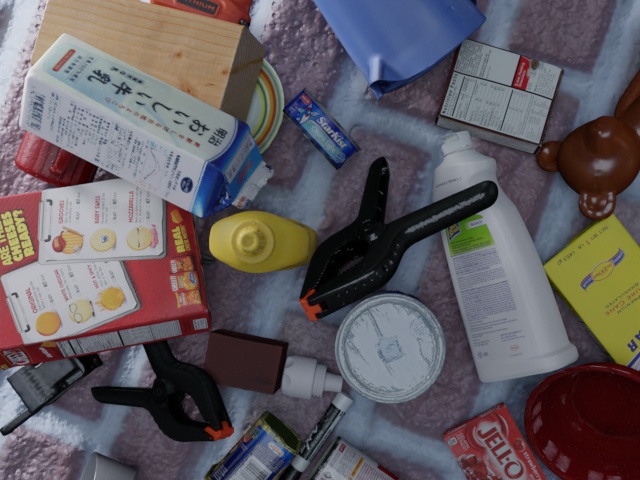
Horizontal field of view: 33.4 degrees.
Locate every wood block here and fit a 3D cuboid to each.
[{"bbox_3d":[-0.173,-0.188,1.083,0.206,0.090,0.090,15,88,12],"label":"wood block"}]

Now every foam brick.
[{"bbox_3d":[-0.078,0.125,1.106,0.078,0.051,0.053,12,91,4],"label":"foam brick"}]

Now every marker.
[{"bbox_3d":[-0.007,0.211,1.115,0.020,0.020,0.121,34,92,4],"label":"marker"}]

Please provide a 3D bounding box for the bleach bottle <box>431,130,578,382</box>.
[{"bbox_3d":[0.175,0.011,1.072,0.103,0.067,0.251,-18,86,41],"label":"bleach bottle"}]

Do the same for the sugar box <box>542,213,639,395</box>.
[{"bbox_3d":[0.311,0.068,1.083,0.093,0.048,0.176,-39,86,2],"label":"sugar box"}]

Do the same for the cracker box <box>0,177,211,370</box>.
[{"bbox_3d":[-0.227,0.028,1.068,0.213,0.072,0.164,-10,66,-6],"label":"cracker box"}]

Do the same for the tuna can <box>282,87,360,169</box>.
[{"bbox_3d":[0.001,-0.113,1.087,0.034,0.086,0.086,-43,87,3],"label":"tuna can"}]

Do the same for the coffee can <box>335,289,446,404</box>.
[{"bbox_3d":[0.069,0.101,1.051,0.103,0.140,0.103,0,89,4],"label":"coffee can"}]

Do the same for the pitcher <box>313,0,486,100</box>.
[{"bbox_3d":[0.048,-0.275,1.049,0.145,0.149,0.243,-36,98,10],"label":"pitcher"}]

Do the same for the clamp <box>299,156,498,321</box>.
[{"bbox_3d":[0.050,-0.006,1.036,0.209,0.165,0.036,-41,125,-16],"label":"clamp"}]

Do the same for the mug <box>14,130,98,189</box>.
[{"bbox_3d":[-0.261,-0.098,1.093,0.093,0.117,0.081,21,96,-21],"label":"mug"}]

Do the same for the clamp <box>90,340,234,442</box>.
[{"bbox_3d":[-0.164,0.157,1.090,0.172,0.039,0.120,43,116,24],"label":"clamp"}]

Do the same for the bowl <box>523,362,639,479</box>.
[{"bbox_3d":[0.287,0.177,1.056,0.162,0.055,0.162,14,124,21],"label":"bowl"}]

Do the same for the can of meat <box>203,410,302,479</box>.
[{"bbox_3d":[-0.066,0.222,1.079,0.057,0.102,0.084,42,90,3],"label":"can of meat"}]

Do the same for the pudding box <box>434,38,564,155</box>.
[{"bbox_3d":[0.183,-0.148,1.095,0.113,0.039,0.090,17,83,6],"label":"pudding box"}]

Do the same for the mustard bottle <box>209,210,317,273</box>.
[{"bbox_3d":[-0.057,0.002,1.036,0.096,0.191,0.058,6,89,4],"label":"mustard bottle"}]

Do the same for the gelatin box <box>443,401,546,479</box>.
[{"bbox_3d":[0.178,0.222,1.097,0.073,0.030,0.089,-28,88,3],"label":"gelatin box"}]

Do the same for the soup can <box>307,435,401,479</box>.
[{"bbox_3d":[0.041,0.255,1.087,0.102,0.068,0.068,35,91,4],"label":"soup can"}]
